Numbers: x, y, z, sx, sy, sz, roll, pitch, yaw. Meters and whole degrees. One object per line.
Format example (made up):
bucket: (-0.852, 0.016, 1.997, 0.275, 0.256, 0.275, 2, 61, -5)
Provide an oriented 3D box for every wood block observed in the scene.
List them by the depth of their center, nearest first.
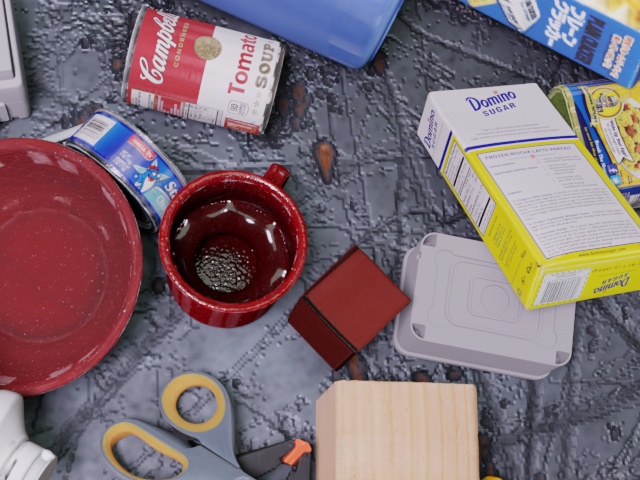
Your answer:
wood block: (0.046, 0.196, 0.656, 0.090, 0.091, 0.206, 3, 73, -9)

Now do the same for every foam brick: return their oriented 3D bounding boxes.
foam brick: (0.017, 0.047, 0.704, 0.051, 0.078, 0.053, 45, 74, 5)

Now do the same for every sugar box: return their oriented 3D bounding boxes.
sugar box: (0.143, -0.036, 0.726, 0.093, 0.048, 0.176, -7, 45, -20)

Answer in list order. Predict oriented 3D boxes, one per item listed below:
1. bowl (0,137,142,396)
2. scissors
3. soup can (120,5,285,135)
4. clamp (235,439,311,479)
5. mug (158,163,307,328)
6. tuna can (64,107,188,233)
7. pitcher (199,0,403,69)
bowl: (-0.186, 0.019, 0.680, 0.162, 0.055, 0.162, -1, 82, 5)
scissors: (-0.043, 0.136, 0.654, 0.202, 0.016, 0.096, 12, 53, 25)
soup can: (-0.081, -0.117, 0.743, 0.102, 0.068, 0.068, 14, 72, -6)
clamp: (-0.071, 0.191, 0.667, 0.120, 0.039, 0.171, 30, 74, -4)
mug: (-0.055, 0.001, 0.704, 0.093, 0.081, 0.117, 27, 71, 0)
tuna can: (-0.128, -0.045, 0.704, 0.086, 0.086, 0.033, 41, 73, 4)
pitcher: (-0.048, -0.229, 0.746, 0.243, 0.149, 0.145, 26, 69, -4)
